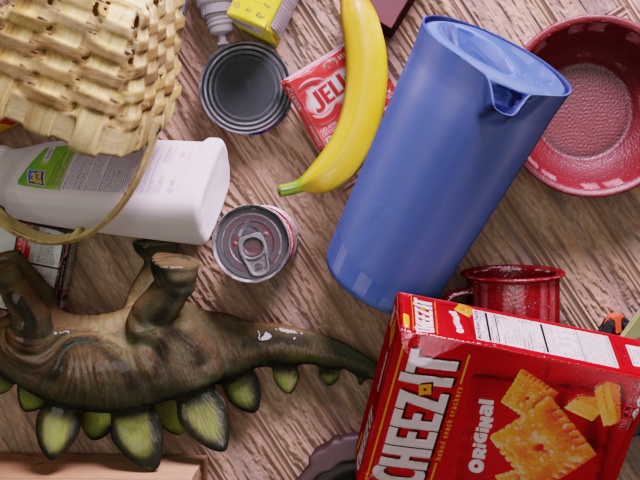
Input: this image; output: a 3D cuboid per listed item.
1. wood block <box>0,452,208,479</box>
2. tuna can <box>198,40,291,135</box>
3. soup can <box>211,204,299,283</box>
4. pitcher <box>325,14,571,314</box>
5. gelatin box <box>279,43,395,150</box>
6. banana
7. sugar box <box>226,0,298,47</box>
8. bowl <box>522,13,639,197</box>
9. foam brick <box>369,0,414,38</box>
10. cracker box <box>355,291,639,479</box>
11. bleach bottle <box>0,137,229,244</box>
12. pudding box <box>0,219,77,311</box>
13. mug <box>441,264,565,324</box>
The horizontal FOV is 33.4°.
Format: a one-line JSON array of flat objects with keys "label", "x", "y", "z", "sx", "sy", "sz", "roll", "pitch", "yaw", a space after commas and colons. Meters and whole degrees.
[{"label": "wood block", "x": -0.212, "y": 0.251, "z": 0.991, "sx": 0.206, "sy": 0.090, "sz": 0.091, "roll": 0, "pitch": 93, "yaw": 4}, {"label": "tuna can", "x": -0.068, "y": -0.141, "z": 0.993, "sx": 0.086, "sy": 0.033, "sz": 0.086, "roll": 0, "pitch": 92, "yaw": 4}, {"label": "soup can", "x": -0.056, "y": 0.001, "z": 0.963, "sx": 0.068, "sy": 0.102, "sz": 0.068, "roll": 0, "pitch": 92, "yaw": 4}, {"label": "pitcher", "x": 0.098, "y": -0.063, "z": 0.918, "sx": 0.145, "sy": 0.148, "sz": 0.243, "roll": 41, "pitch": 120, "yaw": 27}, {"label": "gelatin box", "x": 0.019, "y": -0.135, "z": 0.970, "sx": 0.089, "sy": 0.030, "sz": 0.073, "roll": -33, "pitch": 104, "yaw": -11}, {"label": "banana", "x": 0.024, "y": -0.123, "z": 0.937, "sx": 0.069, "sy": 0.037, "sz": 0.198, "roll": 18, "pitch": 90, "yaw": -18}, {"label": "sugar box", "x": -0.024, "y": -0.267, "z": 0.957, "sx": 0.048, "sy": 0.093, "sz": 0.176, "roll": 23, "pitch": 93, "yaw": 3}, {"label": "bowl", "x": 0.241, "y": -0.119, "z": 0.961, "sx": 0.162, "sy": 0.055, "sz": 0.162, "roll": 0, "pitch": 92, "yaw": 4}, {"label": "foam brick", "x": 0.063, "y": -0.234, "z": 0.972, "sx": 0.053, "sy": 0.051, "sz": 0.078, "roll": 33, "pitch": 94, "yaw": 3}, {"label": "cracker box", "x": 0.150, "y": 0.148, "z": 0.900, "sx": 0.213, "sy": 0.072, "sz": 0.164, "roll": 11, "pitch": 115, "yaw": -3}, {"label": "bleach bottle", "x": -0.217, "y": -0.056, "z": 0.986, "sx": 0.251, "sy": 0.102, "sz": 0.068, "roll": 6, "pitch": 137, "yaw": 10}, {"label": "pudding box", "x": -0.294, "y": 0.021, "z": 1.014, "sx": 0.113, "sy": 0.039, "sz": 0.090, "roll": 12, "pitch": 95, "yaw": 6}, {"label": "mug", "x": 0.161, "y": 0.069, "z": 0.954, "sx": 0.117, "sy": 0.093, "sz": 0.081, "roll": -3, "pitch": 97, "yaw": -16}]
